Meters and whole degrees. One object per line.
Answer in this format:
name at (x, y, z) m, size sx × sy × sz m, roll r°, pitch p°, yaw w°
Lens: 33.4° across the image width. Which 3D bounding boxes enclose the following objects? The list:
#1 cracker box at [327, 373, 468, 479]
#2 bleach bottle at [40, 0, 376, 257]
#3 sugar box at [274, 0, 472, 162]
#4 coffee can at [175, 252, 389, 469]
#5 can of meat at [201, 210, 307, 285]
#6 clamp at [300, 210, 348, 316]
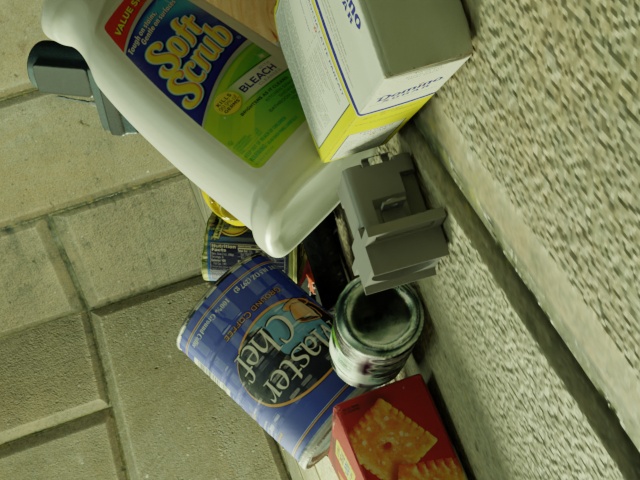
cracker box at (0.072, 0.216, 0.726) m, size 0.164 × 0.072 × 0.214 m, roll 92°, pitch 158°, yaw -69°
bleach bottle at (-0.090, -0.100, 0.648) m, size 0.251 × 0.102 × 0.068 m, roll 36°, pitch 157°, yaw 19°
sugar box at (0.018, -0.100, 0.496) m, size 0.176 × 0.048 × 0.093 m, roll 148°, pitch 104°, yaw -78°
coffee can at (-0.027, 0.093, 0.831) m, size 0.140 × 0.102 × 0.103 m, roll 41°, pitch 163°, yaw 15°
can of meat at (-0.056, 0.001, 0.954) m, size 0.102 × 0.084 × 0.057 m, roll -74°, pitch -14°, yaw -69°
clamp at (-0.007, -0.018, 0.843) m, size 0.164 × 0.036 × 0.210 m, roll -103°, pitch -3°, yaw -73°
